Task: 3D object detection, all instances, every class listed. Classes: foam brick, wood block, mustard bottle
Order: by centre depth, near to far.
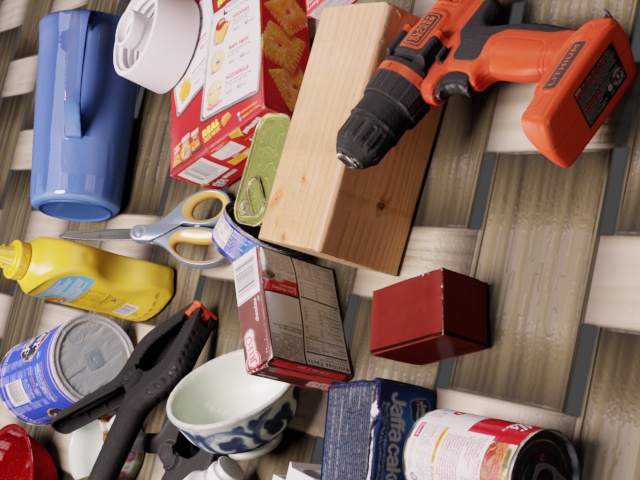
[{"bbox_3d":[0.082,0.059,0.805,0.078,0.052,0.051,-22,59,45],"label":"foam brick"},{"bbox_3d":[0.033,-0.085,0.895,0.090,0.090,0.206,12,85,53],"label":"wood block"},{"bbox_3d":[-0.259,0.038,1.137,0.096,0.191,0.058,-26,56,44],"label":"mustard bottle"}]

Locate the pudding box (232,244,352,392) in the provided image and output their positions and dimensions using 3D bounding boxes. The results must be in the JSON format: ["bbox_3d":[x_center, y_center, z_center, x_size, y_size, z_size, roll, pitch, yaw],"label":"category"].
[{"bbox_3d":[-0.024,0.067,0.908,0.039,0.089,0.113,-36,49,37],"label":"pudding box"}]

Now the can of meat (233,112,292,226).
[{"bbox_3d":[-0.020,-0.053,0.955,0.058,0.083,0.102,11,85,54],"label":"can of meat"}]

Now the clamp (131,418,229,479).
[{"bbox_3d":[-0.145,0.204,1.039,0.172,0.039,0.120,-46,63,21],"label":"clamp"}]

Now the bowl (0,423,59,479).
[{"bbox_3d":[-0.357,0.302,1.270,0.162,0.055,0.162,-25,57,45],"label":"bowl"}]

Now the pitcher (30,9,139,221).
[{"bbox_3d":[-0.291,-0.154,1.306,0.145,0.149,0.243,-9,71,38],"label":"pitcher"}]

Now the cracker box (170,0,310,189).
[{"bbox_3d":[-0.083,-0.181,1.101,0.164,0.072,0.213,-30,53,43],"label":"cracker box"}]

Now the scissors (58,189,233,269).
[{"bbox_3d":[-0.175,-0.022,1.123,0.202,0.016,0.096,14,70,23],"label":"scissors"}]

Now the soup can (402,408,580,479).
[{"bbox_3d":[0.112,0.152,0.716,0.102,0.068,0.068,1,77,53],"label":"soup can"}]

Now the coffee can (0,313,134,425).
[{"bbox_3d":[-0.287,0.148,1.204,0.141,0.102,0.103,-24,58,46],"label":"coffee can"}]

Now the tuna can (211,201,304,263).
[{"bbox_3d":[-0.056,0.001,0.980,0.034,0.086,0.086,-61,38,18],"label":"tuna can"}]

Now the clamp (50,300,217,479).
[{"bbox_3d":[-0.179,0.151,1.058,0.210,0.036,0.165,-45,31,0],"label":"clamp"}]

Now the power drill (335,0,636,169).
[{"bbox_3d":[0.116,-0.111,0.777,0.188,0.057,0.184,24,72,46],"label":"power drill"}]
